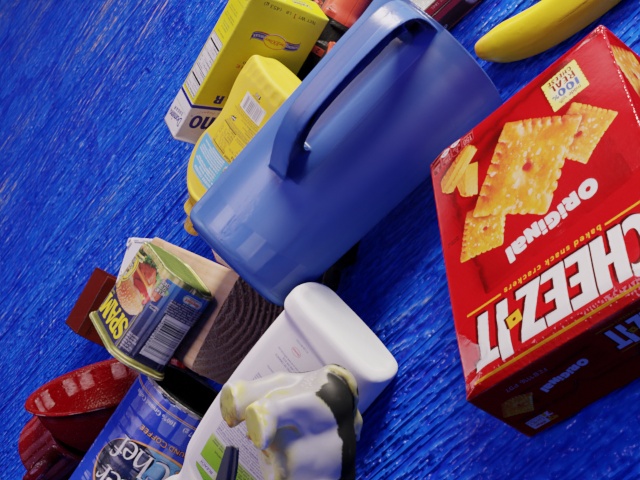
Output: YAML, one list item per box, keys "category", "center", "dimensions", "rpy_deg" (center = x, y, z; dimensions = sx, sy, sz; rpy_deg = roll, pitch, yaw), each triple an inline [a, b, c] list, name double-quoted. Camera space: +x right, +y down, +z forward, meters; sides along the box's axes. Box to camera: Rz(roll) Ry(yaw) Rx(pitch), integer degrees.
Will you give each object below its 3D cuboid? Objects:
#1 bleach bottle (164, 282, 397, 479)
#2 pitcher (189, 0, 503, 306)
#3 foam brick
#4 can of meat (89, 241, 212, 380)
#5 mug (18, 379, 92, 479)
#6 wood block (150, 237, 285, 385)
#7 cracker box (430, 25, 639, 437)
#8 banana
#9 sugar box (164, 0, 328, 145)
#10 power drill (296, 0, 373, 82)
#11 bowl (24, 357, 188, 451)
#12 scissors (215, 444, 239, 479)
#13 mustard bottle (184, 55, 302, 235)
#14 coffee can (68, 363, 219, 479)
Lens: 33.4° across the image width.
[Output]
- category: "bleach bottle"
  center: [-0.056, 0.154, 0.834]
  dimensions: [0.251, 0.102, 0.068]
  rpy_deg: [-48, -14, 21]
- category: "pitcher"
  center: [0.012, -0.071, 0.829]
  dimensions: [0.243, 0.149, 0.145]
  rpy_deg: [-46, 24, -1]
- category: "foam brick"
  center: [-0.250, 0.079, 1.236]
  dimensions: [0.078, 0.053, 0.051]
  rpy_deg: [-60, 29, -3]
- category: "can of meat"
  center: [-0.143, 0.057, 0.906]
  dimensions: [0.084, 0.057, 0.102]
  rpy_deg: [-55, 30, 3]
- category: "mug"
  center: [-0.264, 0.209, 1.095]
  dimensions: [0.082, 0.093, 0.117]
  rpy_deg: [-41, 8, 37]
- category: "wood block"
  center: [-0.103, 0.070, 0.983]
  dimensions: [0.206, 0.090, 0.090]
  rpy_deg: [18, 79, 59]
- category: "cracker box"
  center: [0.156, -0.010, 0.680]
  dimensions: [0.164, 0.072, 0.213]
  rpy_deg: [-39, 36, 32]
- category: "banana"
  center: [0.197, -0.189, 0.820]
  dimensions: [0.198, 0.037, 0.069]
  rpy_deg: [-38, 21, 31]
- category: "sugar box"
  center: [-0.076, -0.170, 1.074]
  dimensions: [0.176, 0.093, 0.048]
  rpy_deg: [-59, 39, 24]
- category: "power drill"
  center: [-0.015, -0.238, 1.165]
  dimensions: [0.184, 0.057, 0.188]
  rpy_deg: [-57, 31, 12]
- category: "bowl"
  center: [-0.199, 0.160, 1.033]
  dimensions: [0.162, 0.161, 0.055]
  rpy_deg: [4, 110, 58]
- category: "scissors"
  center: [-0.083, 0.178, 0.755]
  dimensions: [0.096, 0.016, 0.202]
  rpy_deg: [41, 145, 36]
- category: "mustard bottle"
  center: [-0.081, -0.080, 1.051]
  dimensions: [0.096, 0.058, 0.192]
  rpy_deg: [50, 118, 27]
- category: "coffee can"
  center: [-0.147, 0.190, 0.929]
  dimensions: [0.140, 0.102, 0.103]
  rpy_deg: [-56, 30, 6]
